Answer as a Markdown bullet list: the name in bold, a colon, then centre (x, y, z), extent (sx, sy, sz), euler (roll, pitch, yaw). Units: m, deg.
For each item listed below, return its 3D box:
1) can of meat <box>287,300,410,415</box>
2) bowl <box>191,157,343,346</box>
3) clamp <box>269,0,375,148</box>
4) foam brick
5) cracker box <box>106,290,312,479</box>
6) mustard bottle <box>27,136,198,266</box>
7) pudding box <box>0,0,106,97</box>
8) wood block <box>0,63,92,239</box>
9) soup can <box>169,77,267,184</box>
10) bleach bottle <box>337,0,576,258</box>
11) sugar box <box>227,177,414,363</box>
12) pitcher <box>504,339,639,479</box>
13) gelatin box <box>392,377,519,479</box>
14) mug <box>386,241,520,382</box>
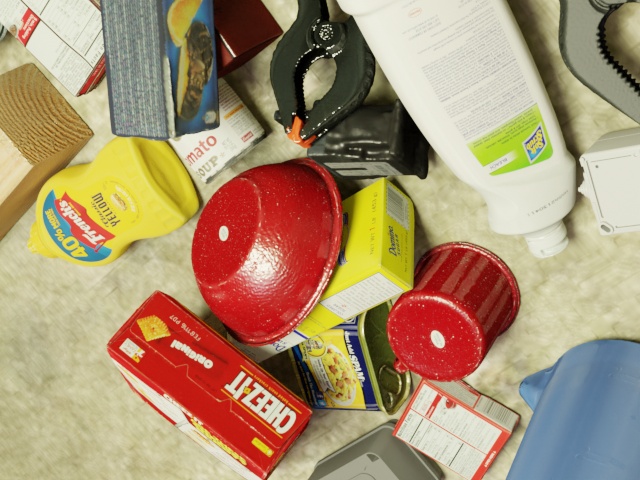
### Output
- **can of meat**: centre (0.022, 0.100, 0.930), extent (0.084, 0.057, 0.102), euler (-4, 112, 31)
- **bowl**: centre (-0.056, 0.001, 0.859), extent (0.055, 0.162, 0.162), euler (22, 137, -37)
- **clamp**: centre (0.002, -0.156, 0.784), extent (0.120, 0.039, 0.171), euler (28, 91, 24)
- **foam brick**: centre (-0.078, -0.161, 0.835), extent (0.051, 0.078, 0.053), euler (-32, 95, 36)
- **cracker box**: centre (-0.094, 0.137, 0.935), extent (0.164, 0.072, 0.214), euler (37, 164, 6)
- **mustard bottle**: centre (-0.206, -0.027, 0.982), extent (0.192, 0.058, 0.096), euler (-24, 107, 35)
- **pudding box**: centre (-0.219, -0.193, 0.916), extent (0.113, 0.039, 0.090), euler (44, 126, -2)
- **wood block**: centre (-0.319, -0.061, 1.003), extent (0.090, 0.090, 0.206), euler (49, 126, -2)
- **soup can**: centre (-0.101, -0.105, 0.881), extent (0.069, 0.068, 0.102), euler (-35, 96, 36)
- **bleach bottle**: centre (0.110, -0.090, 0.756), extent (0.102, 0.068, 0.250), euler (-29, 114, 3)
- **sugar box**: centre (-0.002, 0.027, 0.880), extent (0.177, 0.093, 0.048), euler (-27, 131, 33)
- **pitcher**: centre (0.202, 0.193, 0.768), extent (0.149, 0.242, 0.145), euler (-28, 103, 41)
- **gelatin box**: centre (0.117, 0.160, 0.928), extent (0.089, 0.030, 0.073), euler (31, 126, 11)
- **mug**: centre (0.096, 0.067, 0.858), extent (0.093, 0.081, 0.117), euler (44, 126, 1)
